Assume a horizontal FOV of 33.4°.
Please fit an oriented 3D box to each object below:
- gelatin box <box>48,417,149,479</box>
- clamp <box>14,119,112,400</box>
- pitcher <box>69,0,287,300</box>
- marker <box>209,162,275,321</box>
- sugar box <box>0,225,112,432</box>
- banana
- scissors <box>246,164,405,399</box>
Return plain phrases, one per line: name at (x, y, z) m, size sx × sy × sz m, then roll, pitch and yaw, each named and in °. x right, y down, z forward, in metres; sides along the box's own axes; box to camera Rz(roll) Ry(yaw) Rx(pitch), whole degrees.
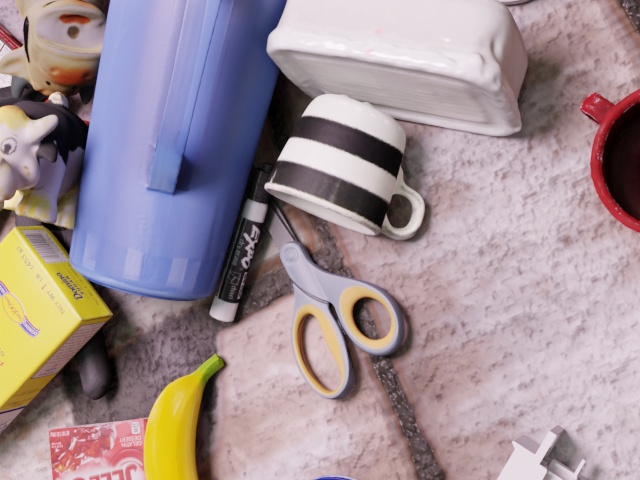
gelatin box at (-0.161, 0.175, 0.810) m, size 0.089 × 0.030 × 0.073 m, roll -10°, pitch 81°, yaw 21°
clamp at (-0.201, 0.012, 0.839) m, size 0.165 × 0.036 × 0.210 m, roll 27°, pitch 98°, yaw 22°
pitcher at (-0.101, -0.084, 0.748) m, size 0.145 × 0.149 × 0.243 m, roll 18°, pitch 97°, yaw 35°
marker at (-0.055, 0.001, 0.781) m, size 0.020 × 0.020 × 0.121 m, roll 23°, pitch 103°, yaw 22°
sugar box at (-0.247, 0.080, 0.816) m, size 0.176 × 0.048 × 0.093 m, roll -45°, pitch 74°, yaw 18°
banana at (-0.089, 0.184, 0.770) m, size 0.069 × 0.037 × 0.198 m, roll -11°, pitch 82°, yaw 2°
scissors at (0.000, 0.012, 0.766) m, size 0.096 × 0.016 × 0.202 m, roll -20°, pitch 76°, yaw 24°
